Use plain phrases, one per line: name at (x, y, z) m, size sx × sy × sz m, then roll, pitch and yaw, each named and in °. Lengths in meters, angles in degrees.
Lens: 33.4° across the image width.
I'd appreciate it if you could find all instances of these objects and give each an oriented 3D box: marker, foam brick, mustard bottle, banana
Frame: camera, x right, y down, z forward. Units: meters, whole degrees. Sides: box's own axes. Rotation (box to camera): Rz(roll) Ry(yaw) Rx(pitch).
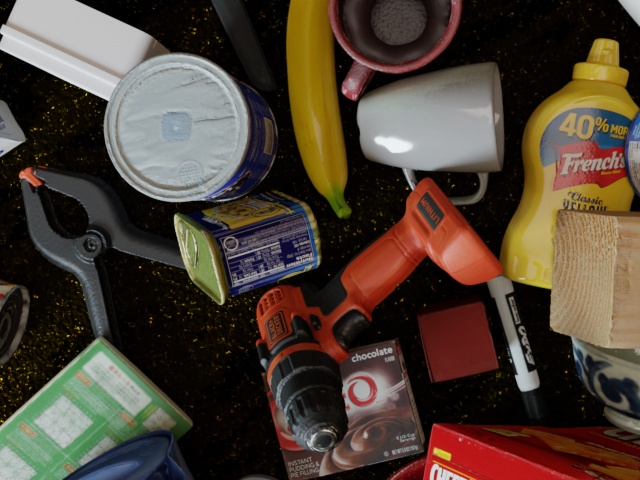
marker at (0.156, 0.086, 0.840) m, size 0.020 × 0.020 × 0.121 m, roll -16°, pitch 90°, yaw 7°
foam brick at (0.105, 0.073, 0.816) m, size 0.051 × 0.078 × 0.053 m, roll -13°, pitch 91°, yaw 8°
mustard bottle at (0.199, -0.057, 0.810) m, size 0.096 × 0.058 × 0.191 m, roll 10°, pitch 93°, yaw -3°
banana at (0.001, -0.118, 0.821) m, size 0.037 × 0.070 × 0.198 m, roll -15°, pitch 105°, yaw -27°

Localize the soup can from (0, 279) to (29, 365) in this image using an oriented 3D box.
soup can at (-0.298, 0.056, 0.865) m, size 0.102 × 0.068 × 0.068 m, roll 15°, pitch 94°, yaw 6°

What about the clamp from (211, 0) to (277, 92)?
clamp at (-0.073, -0.242, 0.845) m, size 0.210 × 0.036 × 0.164 m, roll 38°, pitch 95°, yaw 1°

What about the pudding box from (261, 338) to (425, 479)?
pudding box at (0.019, 0.134, 0.847) m, size 0.113 × 0.039 × 0.090 m, roll -15°, pitch 90°, yaw 7°

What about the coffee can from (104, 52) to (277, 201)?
coffee can at (-0.092, -0.080, 0.801) m, size 0.103 × 0.140 × 0.103 m, roll 0°, pitch 92°, yaw 6°

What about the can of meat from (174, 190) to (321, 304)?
can of meat at (-0.055, 0.001, 0.809) m, size 0.083 × 0.102 × 0.057 m, roll -18°, pitch 108°, yaw -18°

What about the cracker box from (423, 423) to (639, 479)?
cracker box at (0.200, 0.174, 0.718) m, size 0.213 × 0.164 × 0.072 m, roll 7°, pitch 93°, yaw -36°

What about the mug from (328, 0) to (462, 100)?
mug at (0.050, -0.155, 0.781) m, size 0.093 × 0.081 × 0.117 m, roll 27°, pitch 96°, yaw 4°

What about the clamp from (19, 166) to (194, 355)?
clamp at (-0.170, 0.000, 0.865) m, size 0.120 × 0.039 × 0.171 m, roll -34°, pitch 95°, yaw 0°

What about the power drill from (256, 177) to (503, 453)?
power drill at (0.037, 0.049, 0.772) m, size 0.188 × 0.184 × 0.057 m, roll -38°, pitch 120°, yaw 8°

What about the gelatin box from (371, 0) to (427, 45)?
gelatin box at (0.069, -0.201, 0.834) m, size 0.073 × 0.030 × 0.089 m, roll 38°, pitch 97°, yaw 3°
